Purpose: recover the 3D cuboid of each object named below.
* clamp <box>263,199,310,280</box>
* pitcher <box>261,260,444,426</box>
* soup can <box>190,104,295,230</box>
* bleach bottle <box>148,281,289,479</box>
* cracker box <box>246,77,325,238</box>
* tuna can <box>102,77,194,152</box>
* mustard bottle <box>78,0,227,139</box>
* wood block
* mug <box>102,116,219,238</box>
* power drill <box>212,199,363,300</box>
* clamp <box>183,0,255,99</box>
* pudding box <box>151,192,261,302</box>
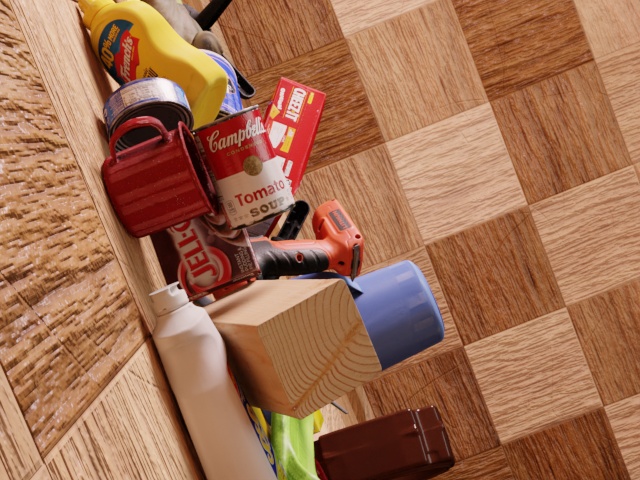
[{"bbox_3d":[-0.061,0.025,1.449,0.039,0.172,0.120,33,42,4],"label":"clamp"},{"bbox_3d":[0.017,0.109,1.272,0.149,0.242,0.145,86,-20,-80],"label":"pitcher"},{"bbox_3d":[-0.072,-0.068,1.000,0.068,0.068,0.102,-86,155,-83],"label":"soup can"},{"bbox_3d":[-0.083,0.156,0.907,0.102,0.068,0.251,-108,174,-85],"label":"bleach bottle"},{"bbox_3d":[-0.067,-0.092,1.422,0.214,0.072,0.164,125,-16,-66],"label":"cracker box"},{"bbox_3d":[-0.170,-0.120,1.048,0.086,0.086,0.034,63,5,-61],"label":"tuna can"},{"bbox_3d":[-0.186,-0.196,1.124,0.192,0.058,0.096,43,-43,14],"label":"mustard bottle"},{"bbox_3d":[-0.042,0.094,0.971,0.206,0.090,0.090,-5,-70,65],"label":"wood block"},{"bbox_3d":[-0.152,-0.061,0.977,0.093,0.081,0.117,-108,176,-50],"label":"mug"},{"bbox_3d":[-0.058,0.001,1.220,0.184,0.187,0.057,-122,-152,-48],"label":"power drill"},{"bbox_3d":[-0.177,-0.308,1.572,0.210,0.036,0.164,27,-47,37],"label":"clamp"},{"bbox_3d":[-0.120,-0.002,1.073,0.039,0.090,0.113,62,7,-77],"label":"pudding box"}]
